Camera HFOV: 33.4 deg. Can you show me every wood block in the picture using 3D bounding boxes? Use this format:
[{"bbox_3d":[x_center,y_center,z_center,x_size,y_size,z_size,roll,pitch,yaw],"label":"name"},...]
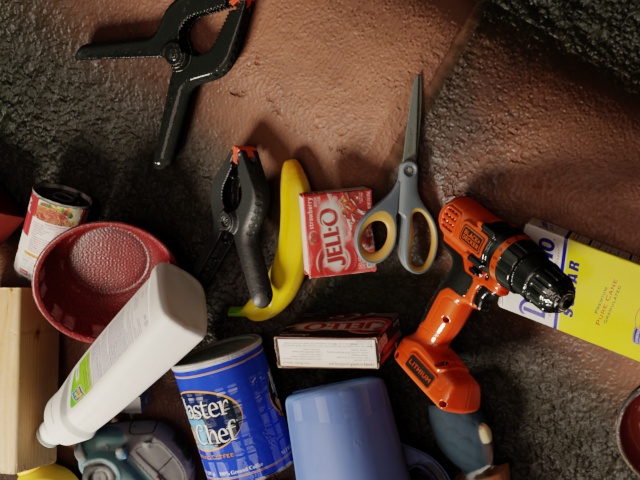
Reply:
[{"bbox_3d":[-0.362,0.157,1.232,0.090,0.090,0.206,0,87,17],"label":"wood block"}]

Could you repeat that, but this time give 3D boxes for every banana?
[{"bbox_3d":[-0.043,0.013,1.147,0.070,0.037,0.198,27,108,12],"label":"banana"}]

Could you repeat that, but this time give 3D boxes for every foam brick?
[{"bbox_3d":[-0.392,-0.038,1.236,0.053,0.051,0.078,-46,71,13],"label":"foam brick"}]

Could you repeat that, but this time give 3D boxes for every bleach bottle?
[{"bbox_3d":[-0.227,0.139,1.170,0.068,0.102,0.251,33,117,-31],"label":"bleach bottle"}]

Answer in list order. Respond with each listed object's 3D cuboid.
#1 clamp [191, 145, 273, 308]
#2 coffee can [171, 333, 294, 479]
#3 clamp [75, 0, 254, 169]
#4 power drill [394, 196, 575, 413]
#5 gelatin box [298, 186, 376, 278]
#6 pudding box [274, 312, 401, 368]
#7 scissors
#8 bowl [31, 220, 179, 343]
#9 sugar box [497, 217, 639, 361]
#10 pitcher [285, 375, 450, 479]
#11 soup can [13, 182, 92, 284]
[{"bbox_3d":[-0.083,-0.012,1.139,0.120,0.039,0.171,23,110,35],"label":"clamp"},{"bbox_3d":[-0.094,0.185,1.163,0.103,0.102,0.140,-15,96,21],"label":"coffee can"},{"bbox_3d":[-0.148,-0.186,1.142,0.210,0.036,0.164,-31,90,21],"label":"clamp"},{"bbox_3d":[0.155,0.072,1.040,0.185,0.057,0.188,47,121,50],"label":"power drill"},{"bbox_3d":[0.018,-0.008,1.109,0.073,0.030,0.089,-6,100,-11],"label":"gelatin box"},{"bbox_3d":[0.020,0.104,1.116,0.114,0.090,0.039,-4,100,20],"label":"pudding box"},{"bbox_3d":[0.072,-0.062,1.087,0.096,0.016,0.202,-11,99,-8],"label":"scissors"},{"bbox_3d":[-0.236,0.036,1.186,0.162,0.055,0.162,-4,121,-7],"label":"bowl"},{"bbox_3d":[0.271,0.051,1.044,0.176,0.048,0.093,20,107,13],"label":"sugar box"},{"bbox_3d":[0.049,0.266,1.106,0.145,0.149,0.243,-18,79,34],"label":"pitcher"},{"bbox_3d":[-0.305,-0.006,1.216,0.068,0.068,0.102,23,108,13],"label":"soup can"}]
